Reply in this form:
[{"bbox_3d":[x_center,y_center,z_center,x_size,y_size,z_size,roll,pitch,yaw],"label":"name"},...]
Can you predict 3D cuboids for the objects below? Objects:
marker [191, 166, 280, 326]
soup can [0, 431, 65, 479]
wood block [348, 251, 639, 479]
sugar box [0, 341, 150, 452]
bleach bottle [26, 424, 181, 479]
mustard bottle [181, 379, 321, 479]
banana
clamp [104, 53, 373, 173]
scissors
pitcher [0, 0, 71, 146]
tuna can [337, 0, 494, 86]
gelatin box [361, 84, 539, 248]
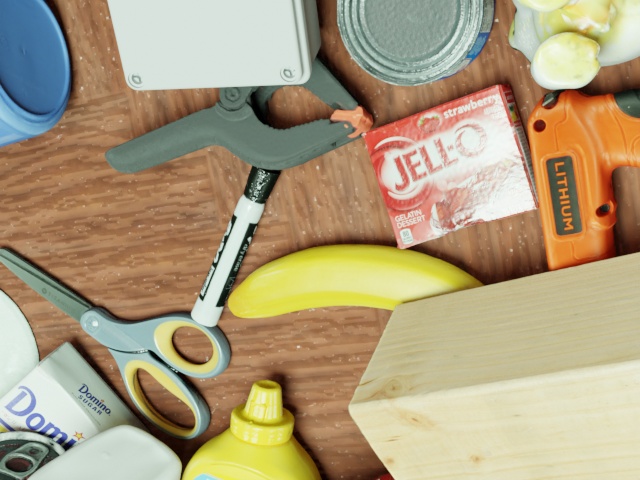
[{"bbox_3d":[-0.055,0.001,0.691,0.020,0.020,0.121,30,111,15],"label":"marker"},{"bbox_3d":[-0.207,0.190,0.720,0.069,0.068,0.102,19,117,19],"label":"soup can"},{"bbox_3d":[0.132,0.074,0.545,0.206,0.090,0.090,-16,119,35],"label":"wood block"},{"bbox_3d":[-0.215,0.160,0.774,0.176,0.048,0.093,-40,94,28],"label":"sugar box"},{"bbox_3d":[-0.154,0.249,0.724,0.068,0.102,0.251,28,124,25],"label":"bleach bottle"},{"bbox_3d":[-0.047,0.183,0.702,0.096,0.058,0.192,13,106,19],"label":"mustard bottle"},{"bbox_3d":[0.033,0.036,0.649,0.198,0.037,0.070,13,103,21],"label":"banana"},{"bbox_3d":[-0.056,-0.079,0.658,0.172,0.039,0.120,22,100,20],"label":"clamp"},{"bbox_3d":[-0.140,0.049,0.740,0.202,0.016,0.096,47,113,9],"label":"scissors"},{"bbox_3d":[-0.295,-0.091,0.718,0.243,0.145,0.149,-10,117,22],"label":"pitcher"},{"bbox_3d":[0.055,-0.132,0.607,0.086,0.033,0.086,5,102,23],"label":"tuna can"},{"bbox_3d":[0.076,-0.042,0.618,0.089,0.030,0.073,-17,92,25],"label":"gelatin box"}]
